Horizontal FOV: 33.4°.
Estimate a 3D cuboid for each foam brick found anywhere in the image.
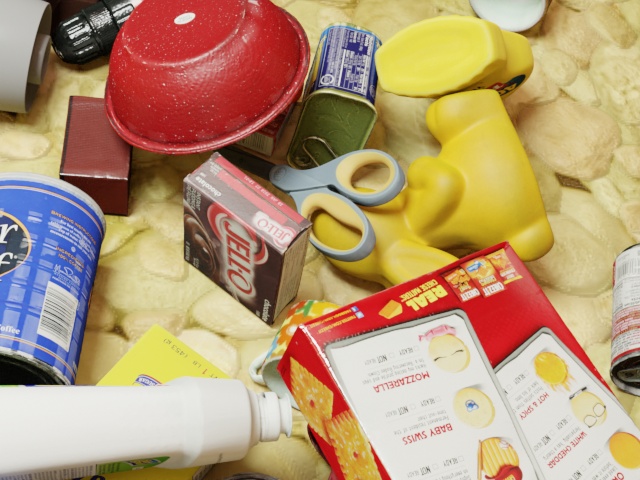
[{"bbox_3d":[-0.173,-0.066,0.832,0.051,0.053,0.078,3,58,-8],"label":"foam brick"}]

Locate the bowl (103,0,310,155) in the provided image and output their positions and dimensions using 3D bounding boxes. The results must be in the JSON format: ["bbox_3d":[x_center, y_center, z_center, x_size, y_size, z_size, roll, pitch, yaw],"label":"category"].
[{"bbox_3d":[-0.091,-0.140,0.774,0.162,0.055,0.162,-8,52,10],"label":"bowl"}]

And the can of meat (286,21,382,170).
[{"bbox_3d":[0.013,-0.113,0.864,0.057,0.102,0.084,14,54,-7],"label":"can of meat"}]

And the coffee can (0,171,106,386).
[{"bbox_3d":[-0.207,0.039,0.724,0.102,0.103,0.140,6,54,-5],"label":"coffee can"}]

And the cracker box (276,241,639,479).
[{"bbox_3d":[0.097,0.124,0.643,0.164,0.072,0.214,-20,67,-27],"label":"cracker box"}]

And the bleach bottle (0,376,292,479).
[{"bbox_3d":[-0.144,0.116,0.649,0.250,0.103,0.068,-2,76,-13],"label":"bleach bottle"}]

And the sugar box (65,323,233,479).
[{"bbox_3d":[-0.132,0.147,0.705,0.093,0.048,0.176,33,57,13],"label":"sugar box"}]

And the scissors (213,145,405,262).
[{"bbox_3d":[-0.011,-0.058,0.819,0.096,0.016,0.202,-44,50,1],"label":"scissors"}]

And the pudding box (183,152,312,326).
[{"bbox_3d":[-0.055,0.001,0.771,0.090,0.113,0.039,38,64,15],"label":"pudding box"}]

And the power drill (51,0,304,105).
[{"bbox_3d":[-0.112,-0.158,0.866,0.184,0.057,0.188,-29,53,-8],"label":"power drill"}]

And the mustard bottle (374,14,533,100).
[{"bbox_3d":[0.123,-0.144,0.880,0.096,0.191,0.058,-14,88,26],"label":"mustard bottle"}]
